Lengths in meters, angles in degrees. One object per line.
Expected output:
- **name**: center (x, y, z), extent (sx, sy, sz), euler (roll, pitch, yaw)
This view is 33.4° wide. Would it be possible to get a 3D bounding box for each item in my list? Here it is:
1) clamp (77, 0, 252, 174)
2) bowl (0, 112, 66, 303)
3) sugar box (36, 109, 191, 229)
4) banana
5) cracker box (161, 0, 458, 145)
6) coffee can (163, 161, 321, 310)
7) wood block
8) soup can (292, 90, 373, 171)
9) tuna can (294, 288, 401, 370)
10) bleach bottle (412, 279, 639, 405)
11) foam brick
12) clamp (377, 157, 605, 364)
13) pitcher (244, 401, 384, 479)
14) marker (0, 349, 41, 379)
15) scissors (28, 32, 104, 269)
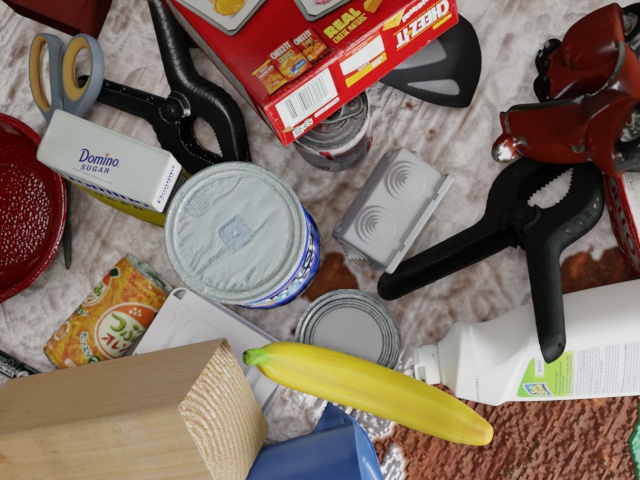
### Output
- **clamp**: center (-0.114, -0.121, 0.882), extent (0.171, 0.039, 0.120), euler (40, 124, 5)
- **bowl**: center (-0.275, -0.024, 0.889), extent (0.162, 0.055, 0.162), euler (-1, 86, 12)
- **sugar box**: center (-0.146, -0.046, 0.823), extent (0.093, 0.176, 0.048), euler (21, 86, 7)
- **banana**: center (0.032, 0.114, 0.807), extent (0.197, 0.069, 0.037), euler (17, 104, -8)
- **cracker box**: center (-0.027, -0.197, 0.796), extent (0.164, 0.072, 0.214), euler (-37, 64, -5)
- **coffee can**: center (-0.055, 0.001, 0.827), extent (0.103, 0.140, 0.103), euler (-1, 84, 5)
- **wood block**: center (-0.157, 0.148, 0.802), extent (0.206, 0.090, 0.090), euler (-13, 114, 24)
- **soup can**: center (0.007, -0.095, 0.851), extent (0.068, 0.102, 0.068), euler (-1, 84, 5)
- **tuna can**: center (0.023, 0.083, 0.866), extent (0.086, 0.033, 0.086), euler (-1, 84, 5)
- **bleach bottle**: center (0.196, 0.078, 0.820), extent (0.251, 0.102, 0.068), euler (-6, 41, 6)
- **foam brick**: center (-0.224, -0.210, 0.909), extent (0.078, 0.053, 0.051), euler (23, 87, 7)
- **clamp**: center (0.164, -0.003, 0.825), extent (0.209, 0.036, 0.165), euler (-46, 47, -16)
- **pitcher**: center (-0.062, 0.238, 0.811), extent (0.243, 0.149, 0.145), euler (-16, 119, 7)
- **marker**: center (-0.236, 0.120, 0.893), extent (0.121, 0.020, 0.020), euler (27, 87, 7)
- **scissors**: center (-0.204, -0.084, 0.894), extent (0.096, 0.016, 0.202), euler (-20, 80, 37)
